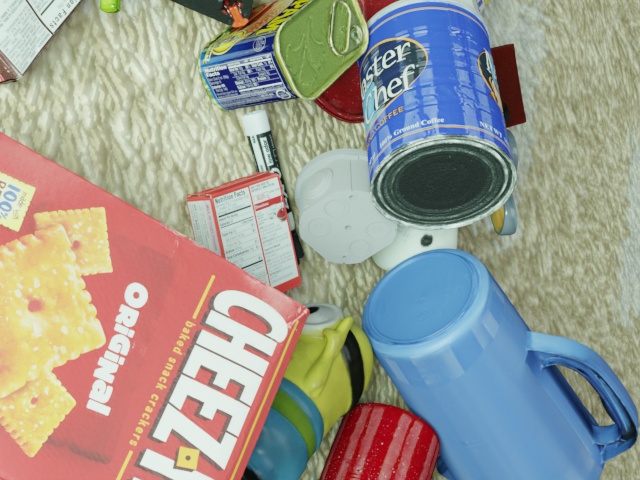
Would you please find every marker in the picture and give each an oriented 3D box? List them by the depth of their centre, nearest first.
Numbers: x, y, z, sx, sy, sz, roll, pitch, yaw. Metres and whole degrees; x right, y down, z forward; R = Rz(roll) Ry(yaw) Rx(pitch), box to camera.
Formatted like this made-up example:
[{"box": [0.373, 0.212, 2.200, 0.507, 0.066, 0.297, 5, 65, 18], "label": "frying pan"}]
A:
[{"box": [-0.035, -0.038, 0.802, 0.020, 0.020, 0.121, -30, 110, -47], "label": "marker"}]

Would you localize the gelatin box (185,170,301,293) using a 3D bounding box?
[{"box": [-0.055, 0.001, 0.767, 0.073, 0.030, 0.089, -23, 105, -47], "label": "gelatin box"}]

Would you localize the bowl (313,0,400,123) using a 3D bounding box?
[{"box": [0.040, -0.179, 0.876, 0.161, 0.055, 0.162, 6, 83, -51], "label": "bowl"}]

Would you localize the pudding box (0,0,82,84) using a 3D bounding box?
[{"box": [-0.192, -0.158, 0.606, 0.113, 0.039, 0.090, 54, 48, -35], "label": "pudding box"}]

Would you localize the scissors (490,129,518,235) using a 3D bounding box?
[{"box": [0.148, -0.043, 0.929, 0.202, 0.016, 0.096, 89, -3, -82], "label": "scissors"}]

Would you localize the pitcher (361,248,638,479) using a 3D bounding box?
[{"box": [0.142, 0.118, 0.871, 0.149, 0.145, 0.242, -42, 127, -8], "label": "pitcher"}]

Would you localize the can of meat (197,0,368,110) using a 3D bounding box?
[{"box": [-0.028, -0.138, 0.767, 0.102, 0.084, 0.057, -49, 123, -40], "label": "can of meat"}]

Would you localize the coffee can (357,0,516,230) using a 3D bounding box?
[{"box": [0.081, -0.093, 0.777, 0.102, 0.103, 0.140, 38, 37, -42], "label": "coffee can"}]

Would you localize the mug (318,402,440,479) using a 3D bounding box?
[{"box": [0.053, 0.187, 0.834, 0.117, 0.093, 0.081, 42, 51, -23], "label": "mug"}]

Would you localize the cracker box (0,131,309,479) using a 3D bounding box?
[{"box": [-0.132, 0.061, 0.570, 0.213, 0.072, 0.164, 30, 60, -13], "label": "cracker box"}]
